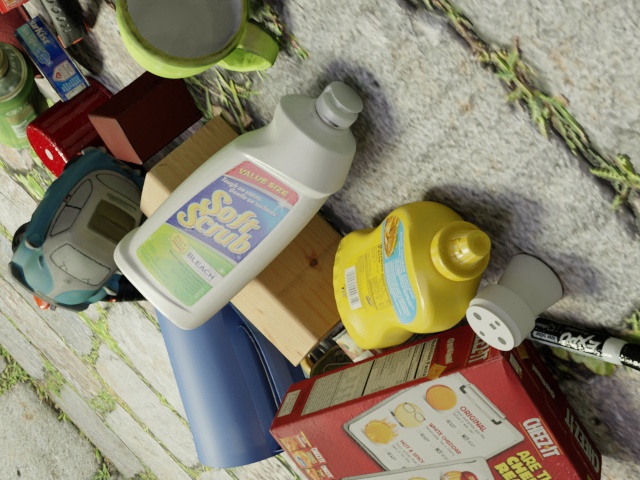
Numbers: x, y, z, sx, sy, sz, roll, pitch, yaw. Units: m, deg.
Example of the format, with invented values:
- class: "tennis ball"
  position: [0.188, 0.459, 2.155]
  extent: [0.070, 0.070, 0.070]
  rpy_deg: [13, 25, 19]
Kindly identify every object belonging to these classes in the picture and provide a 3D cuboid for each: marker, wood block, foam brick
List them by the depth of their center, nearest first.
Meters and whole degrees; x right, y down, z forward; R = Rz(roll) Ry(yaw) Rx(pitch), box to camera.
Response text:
- class: "marker"
  position: [0.187, 0.072, 0.745]
  extent: [0.121, 0.020, 0.020]
  rpy_deg: [14, 140, 52]
- class: "wood block"
  position: [-0.056, 0.001, 0.955]
  extent: [0.206, 0.090, 0.090]
  rpy_deg: [45, 156, 5]
- class: "foam brick"
  position: [-0.158, -0.112, 0.964]
  extent: [0.053, 0.078, 0.051]
  rpy_deg: [16, 141, 50]

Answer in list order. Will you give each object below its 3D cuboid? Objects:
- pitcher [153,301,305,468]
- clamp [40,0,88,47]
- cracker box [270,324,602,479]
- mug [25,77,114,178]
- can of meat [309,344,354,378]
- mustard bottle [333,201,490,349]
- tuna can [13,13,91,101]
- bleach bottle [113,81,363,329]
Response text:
- class: "pitcher"
  position: [-0.090, 0.095, 1.061]
  extent: [0.149, 0.145, 0.243]
  rpy_deg: [-13, 104, 18]
- class: "clamp"
  position: [-0.254, -0.251, 0.937]
  extent: [0.165, 0.036, 0.210]
  rpy_deg: [57, 172, 21]
- class: "cracker box"
  position: [0.093, 0.163, 0.861]
  extent: [0.214, 0.072, 0.164]
  rpy_deg: [-23, 114, 28]
- class: "mug"
  position: [-0.245, -0.108, 1.113]
  extent: [0.117, 0.081, 0.093]
  rpy_deg: [23, 147, 43]
- class: "can of meat"
  position: [0.041, 0.167, 1.096]
  extent: [0.102, 0.057, 0.084]
  rpy_deg: [36, 157, 25]
- class: "mustard bottle"
  position: [0.071, 0.022, 0.794]
  extent: [0.192, 0.058, 0.096]
  rpy_deg: [149, 116, -65]
- class: "tuna can"
  position: [-0.268, -0.181, 1.065]
  extent: [0.086, 0.033, 0.086]
  rpy_deg: [53, 174, 8]
- class: "bleach bottle"
  position: [-0.058, -0.036, 0.825]
  extent: [0.102, 0.068, 0.251]
  rpy_deg: [46, 126, 2]
